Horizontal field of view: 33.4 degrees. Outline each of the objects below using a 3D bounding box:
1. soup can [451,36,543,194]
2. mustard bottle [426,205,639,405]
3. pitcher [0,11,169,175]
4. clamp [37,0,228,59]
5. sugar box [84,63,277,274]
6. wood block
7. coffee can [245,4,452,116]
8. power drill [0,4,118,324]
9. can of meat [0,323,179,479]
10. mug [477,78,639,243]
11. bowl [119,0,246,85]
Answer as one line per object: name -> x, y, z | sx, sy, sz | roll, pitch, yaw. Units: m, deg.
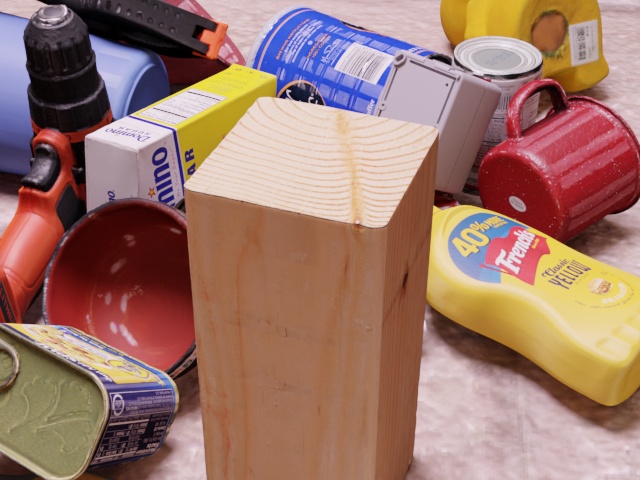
soup can -> 0.130, -0.094, 0.809 | 0.068, 0.102, 0.068 | 0, 35, 0
mustard bottle -> 0.119, 0.026, 0.665 | 0.192, 0.058, 0.096 | 28, 40, 28
pitcher -> -0.242, -0.114, 0.829 | 0.243, 0.145, 0.149 | 13, 49, 11
clamp -> -0.162, -0.173, 0.822 | 0.210, 0.036, 0.164 | 18, -3, 16
sugar box -> -0.091, -0.053, 0.738 | 0.048, 0.093, 0.176 | 16, 31, 20
wood block -> -0.002, 0.048, 0.516 | 0.090, 0.206, 0.090 | 12, 36, 16
coffee can -> 0.024, -0.118, 0.841 | 0.140, 0.103, 0.102 | 26, 43, 32
power drill -> -0.181, -0.027, 0.660 | 0.057, 0.184, 0.187 | 12, 46, 14
can of meat -> -0.137, 0.081, 0.565 | 0.102, 0.057, 0.083 | 23, 3, 20
mug -> 0.162, -0.054, 0.747 | 0.081, 0.117, 0.093 | -30, 21, -29
bowl -> -0.139, -0.188, 0.939 | 0.055, 0.162, 0.162 | -44, 36, 13
